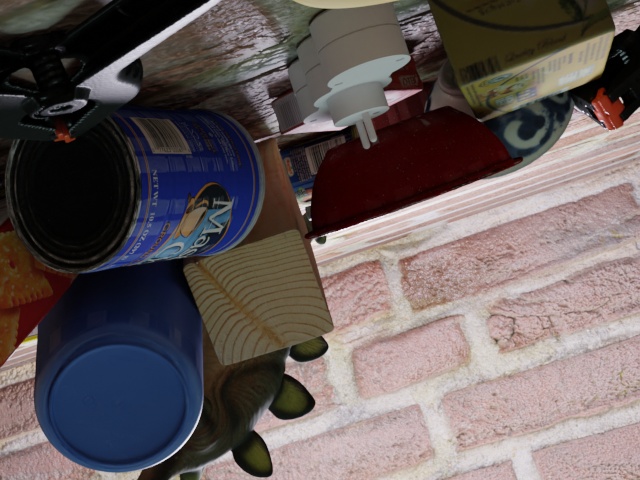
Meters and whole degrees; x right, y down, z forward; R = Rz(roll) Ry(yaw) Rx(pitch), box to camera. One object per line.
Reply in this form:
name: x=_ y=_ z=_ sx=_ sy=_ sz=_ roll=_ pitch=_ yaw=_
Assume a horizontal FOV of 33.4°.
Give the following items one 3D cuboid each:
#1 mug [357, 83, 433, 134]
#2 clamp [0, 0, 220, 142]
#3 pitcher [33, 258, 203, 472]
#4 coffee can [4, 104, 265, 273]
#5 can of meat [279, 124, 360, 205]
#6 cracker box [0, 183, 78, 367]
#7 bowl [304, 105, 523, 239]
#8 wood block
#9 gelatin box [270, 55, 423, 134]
mug: x=0.088 y=-0.090 z=0.930 sx=0.117 sy=0.081 sz=0.093 roll=-21 pitch=174 yaw=35
clamp: x=-0.121 y=-0.083 z=0.511 sx=0.164 sy=0.036 sz=0.210 roll=-17 pitch=177 yaw=-5
pitcher: x=-0.150 y=0.075 z=0.790 sx=0.145 sy=0.149 sz=0.243 roll=-28 pitch=-158 yaw=1
coffee can: x=-0.114 y=-0.036 z=0.683 sx=0.103 sy=0.103 sz=0.140 roll=-20 pitch=174 yaw=28
can of meat: x=0.011 y=-0.071 z=1.021 sx=0.084 sy=0.057 sz=0.102 roll=-17 pitch=176 yaw=12
cracker box: x=-0.243 y=0.034 z=0.708 sx=0.164 sy=0.072 sz=0.213 roll=-20 pitch=-159 yaw=26
bowl: x=0.056 y=-0.053 z=0.747 sx=0.162 sy=0.055 sz=0.162 roll=-20 pitch=-177 yaw=1
wood block: x=-0.056 y=0.001 z=0.859 sx=0.090 sy=0.091 sz=0.206 roll=-18 pitch=-155 yaw=1
gelatin box: x=0.020 y=-0.107 z=0.793 sx=0.089 sy=0.030 sz=0.073 roll=-21 pitch=174 yaw=39
